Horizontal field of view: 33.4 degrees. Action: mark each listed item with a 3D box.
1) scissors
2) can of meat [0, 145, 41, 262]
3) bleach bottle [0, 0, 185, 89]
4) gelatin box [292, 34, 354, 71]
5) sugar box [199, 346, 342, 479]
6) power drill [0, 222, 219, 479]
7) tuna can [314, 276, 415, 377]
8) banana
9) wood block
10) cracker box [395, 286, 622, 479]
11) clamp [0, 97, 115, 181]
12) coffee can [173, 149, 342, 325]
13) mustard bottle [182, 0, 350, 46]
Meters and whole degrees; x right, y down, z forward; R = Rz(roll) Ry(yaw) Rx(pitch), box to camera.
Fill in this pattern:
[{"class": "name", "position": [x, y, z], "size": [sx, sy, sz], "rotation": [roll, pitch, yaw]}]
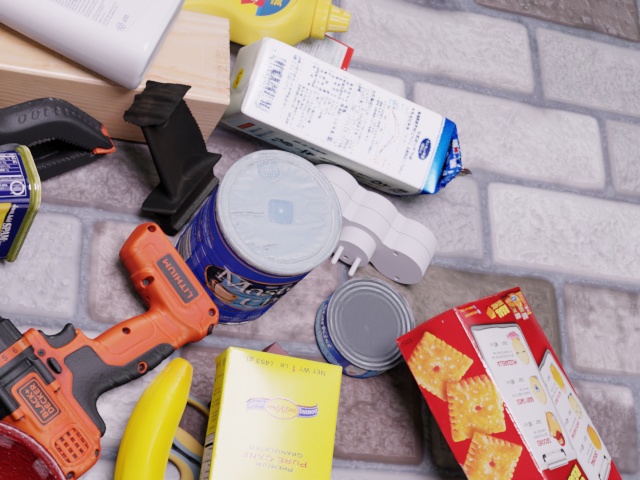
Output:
[{"class": "scissors", "position": [-0.074, 0.209, 0.856], "size": [0.202, 0.016, 0.096], "rotation": [49, 61, 1]}, {"class": "can of meat", "position": [-0.269, -0.024, 0.807], "size": [0.083, 0.102, 0.057], "rotation": [-6, 59, -35]}, {"class": "bleach bottle", "position": [-0.234, -0.217, 0.828], "size": [0.250, 0.068, 0.102], "rotation": [27, 60, -8]}, {"class": "gelatin box", "position": [-0.020, -0.169, 1.025], "size": [0.089, 0.030, 0.073], "rotation": [25, 63, -13]}, {"class": "sugar box", "position": [-0.041, 0.173, 0.781], "size": [0.093, 0.048, 0.176], "rotation": [11, 69, -15]}, {"class": "power drill", "position": [-0.188, 0.066, 0.834], "size": [0.187, 0.057, 0.184], "rotation": [-38, 97, -28]}, {"class": "tuna can", "position": [0.039, 0.078, 0.947], "size": [0.086, 0.034, 0.086], "rotation": [9, 66, -20]}, {"class": "banana", "position": [-0.125, 0.190, 0.808], "size": [0.069, 0.037, 0.198], "rotation": [-5, 93, -39]}, {"class": "wood block", "position": [-0.188, -0.148, 0.908], "size": [0.205, 0.091, 0.090], "rotation": [6, 66, -21]}, {"class": "cracker box", "position": [0.167, 0.155, 0.913], "size": [0.164, 0.072, 0.214], "rotation": [-9, 70, -61]}, {"class": "clamp", "position": [-0.252, -0.080, 0.828], "size": [0.209, 0.165, 0.036], "rotation": [-12, 64, -37]}, {"class": "coffee can", "position": [-0.056, 0.001, 0.875], "size": [0.102, 0.140, 0.103], "rotation": [9, 66, -20]}, {"class": "mustard bottle", "position": [-0.067, -0.220, 0.981], "size": [0.191, 0.058, 0.096], "rotation": [12, 49, -2]}]
